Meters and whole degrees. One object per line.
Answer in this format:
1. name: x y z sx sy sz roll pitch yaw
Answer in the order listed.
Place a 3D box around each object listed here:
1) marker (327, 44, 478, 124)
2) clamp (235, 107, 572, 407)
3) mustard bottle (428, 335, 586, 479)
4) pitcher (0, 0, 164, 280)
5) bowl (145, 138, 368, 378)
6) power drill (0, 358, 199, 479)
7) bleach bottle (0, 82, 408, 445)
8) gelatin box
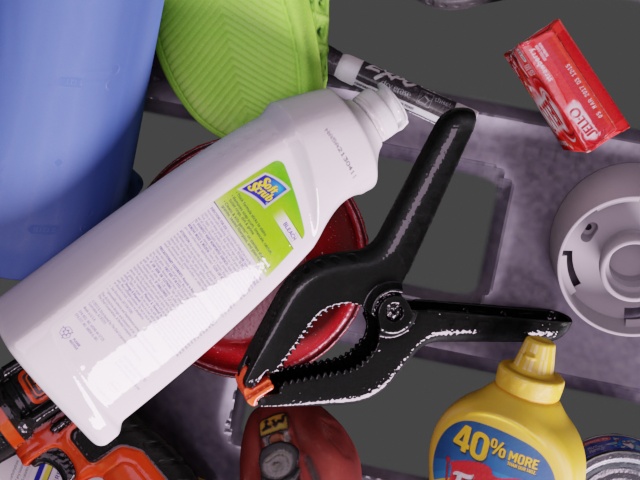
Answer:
1. marker: 0.041 -0.098 0.672 0.121 0.020 0.020 25 98 2
2. clamp: 0.048 0.043 0.647 0.210 0.036 0.164 -38 109 -5
3. mustard bottle: 0.112 0.151 0.663 0.096 0.058 0.192 20 103 30
4. pitcher: -0.160 -0.106 0.583 0.145 0.149 0.243 20 121 0
5. bowl: -0.050 0.015 0.675 0.162 0.055 0.162 1 96 5
6. power drill: -0.146 0.153 0.650 0.184 0.057 0.188 -34 81 -8
7. bleach bottle: -0.054 0.001 0.604 0.250 0.068 0.102 -37 124 -6
8. gelatin box: 0.142 -0.089 0.629 0.030 0.089 0.073 -33 93 7
